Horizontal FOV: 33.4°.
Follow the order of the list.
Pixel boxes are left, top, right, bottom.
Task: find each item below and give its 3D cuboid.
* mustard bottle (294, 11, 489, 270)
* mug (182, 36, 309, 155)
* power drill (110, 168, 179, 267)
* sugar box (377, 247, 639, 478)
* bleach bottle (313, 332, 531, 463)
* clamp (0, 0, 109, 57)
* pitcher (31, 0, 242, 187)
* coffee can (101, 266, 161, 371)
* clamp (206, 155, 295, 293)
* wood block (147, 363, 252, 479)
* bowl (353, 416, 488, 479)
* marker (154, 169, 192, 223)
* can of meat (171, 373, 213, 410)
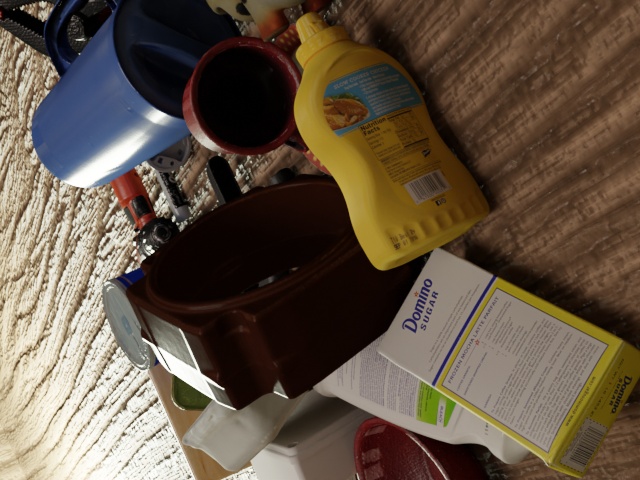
[{"bbox_3d":[0.036,-0.080,0.761,0.192,0.096,0.058,61,152,9],"label":"mustard bottle"},{"bbox_3d":[-0.057,-0.107,0.871,0.117,0.093,0.082,29,173,-15],"label":"mug"},{"bbox_3d":[-0.213,-0.054,1.213,0.187,0.057,0.185,66,165,4],"label":"power drill"},{"bbox_3d":[0.126,0.078,0.735,0.048,0.093,0.176,30,-179,-40],"label":"sugar box"},{"bbox_3d":[0.092,0.116,0.841,0.251,0.067,0.102,23,115,50],"label":"bleach bottle"},{"bbox_3d":[-0.234,-0.229,1.070,0.210,0.036,0.165,16,130,7],"label":"clamp"},{"bbox_3d":[-0.189,-0.143,1.007,0.243,0.144,0.149,-25,70,51],"label":"pitcher"},{"bbox_3d":[-0.145,0.063,1.129,0.103,0.140,0.103,40,142,40],"label":"coffee can"},{"bbox_3d":[-0.057,0.001,1.021,0.120,0.039,0.171,4,109,56],"label":"clamp"},{"bbox_3d":[-0.144,0.169,1.239,0.091,0.090,0.206,168,79,-80],"label":"wood block"},{"bbox_3d":[0.098,0.215,0.921,0.162,0.055,0.162,40,142,40],"label":"bowl"},{"bbox_3d":[-0.178,-0.078,1.205,0.020,0.020,0.121,-25,89,62],"label":"marker"},{"bbox_3d":[-0.109,0.147,1.152,0.084,0.102,0.057,-148,60,-81],"label":"can of meat"}]
